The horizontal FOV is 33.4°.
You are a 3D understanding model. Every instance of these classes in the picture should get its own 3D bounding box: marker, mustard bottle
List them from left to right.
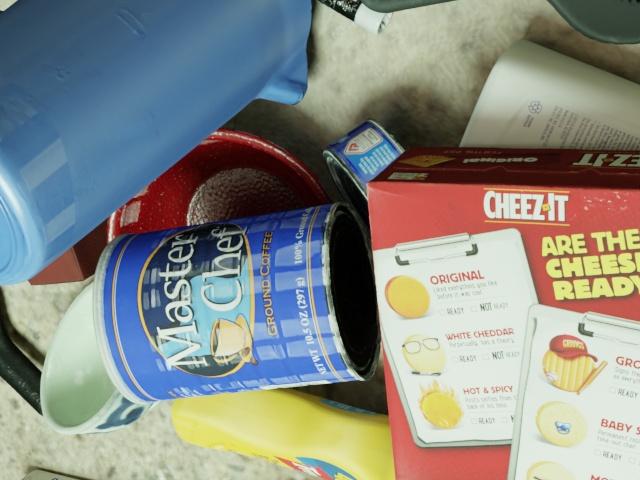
[{"bbox_3d":[-0.013,-0.158,0.633,0.121,0.020,0.020,32,124,12],"label":"marker"},{"bbox_3d":[0.002,0.133,0.717,0.192,0.058,0.096,14,163,13],"label":"mustard bottle"}]

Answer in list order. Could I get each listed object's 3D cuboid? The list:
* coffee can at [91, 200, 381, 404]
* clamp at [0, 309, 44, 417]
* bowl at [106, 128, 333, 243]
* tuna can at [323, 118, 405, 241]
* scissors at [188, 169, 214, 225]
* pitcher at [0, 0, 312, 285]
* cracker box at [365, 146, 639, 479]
[{"bbox_3d":[-0.045,0.037,0.619,0.140,0.102,0.103,-8,109,17],"label":"coffee can"},{"bbox_3d":[-0.275,0.082,0.874,0.120,0.039,0.171,-9,107,30],"label":"clamp"},{"bbox_3d":[-0.055,0.001,0.696,0.162,0.055,0.162,5,109,13],"label":"bowl"},{"bbox_3d":[0.038,-0.027,0.626,0.033,0.086,0.086,-33,96,-5],"label":"tuna can"},{"bbox_3d":[-0.061,0.020,0.744,0.096,0.016,0.202,18,120,18],"label":"scissors"},{"bbox_3d":[-0.126,-0.094,0.578,0.149,0.242,0.145,13,132,29],"label":"pitcher"},{"bbox_3d":[0.119,0.061,0.551,0.164,0.072,0.214,3,114,24],"label":"cracker box"}]
